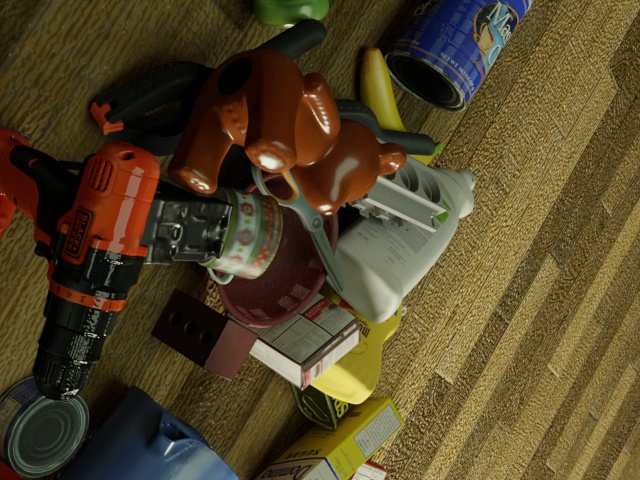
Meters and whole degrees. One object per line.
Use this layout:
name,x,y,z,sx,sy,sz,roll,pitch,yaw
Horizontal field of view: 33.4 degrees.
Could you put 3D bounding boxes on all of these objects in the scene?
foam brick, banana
foam brick,-0.111,0.091,1.021,0.053,0.078,0.051,-61,144,-6
banana,0.080,-0.128,1.168,0.197,0.037,0.069,48,54,-52

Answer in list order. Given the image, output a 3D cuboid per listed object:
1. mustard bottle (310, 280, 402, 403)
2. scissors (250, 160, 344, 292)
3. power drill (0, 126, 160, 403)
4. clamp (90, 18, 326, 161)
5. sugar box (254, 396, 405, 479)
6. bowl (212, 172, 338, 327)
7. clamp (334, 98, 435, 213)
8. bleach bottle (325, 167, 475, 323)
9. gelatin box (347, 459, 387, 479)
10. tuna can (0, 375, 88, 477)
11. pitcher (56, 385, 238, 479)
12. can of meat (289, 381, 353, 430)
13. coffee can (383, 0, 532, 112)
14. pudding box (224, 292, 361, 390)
mustard bottle,0.039,0.081,1.174,0.058,0.096,0.191,-55,-174,48
scissors,0.000,-0.038,1.036,0.096,0.016,0.201,-54,135,-13
power drill,-0.204,0.003,0.772,0.057,0.188,0.184,15,96,-54
clamp,-0.100,-0.111,0.936,0.209,0.036,0.165,-17,145,-29
sugar box,0.006,0.247,1.230,0.176,0.094,0.048,-35,103,-33
bowl,-0.057,0.001,1.048,0.161,0.055,0.162,-19,118,-42
clamp,0.031,-0.090,1.112,0.171,0.039,0.120,25,113,-41
bleach bottle,0.107,-0.012,1.195,0.250,0.102,0.068,-38,167,-43
gelatin box,0.040,0.320,1.364,0.073,0.030,0.089,34,82,-51
tuna can,-0.246,0.163,0.934,0.085,0.034,0.086,-26,128,-40
pitcher,-0.200,0.266,0.983,0.242,0.145,0.149,-48,127,-16
can of meat,0.014,0.152,1.221,0.083,0.058,0.102,-45,139,-29
coffee can,0.146,-0.223,1.137,0.140,0.103,0.102,-57,142,-11
pudding box,-0.029,0.090,1.089,0.089,0.114,0.039,-37,140,-31
